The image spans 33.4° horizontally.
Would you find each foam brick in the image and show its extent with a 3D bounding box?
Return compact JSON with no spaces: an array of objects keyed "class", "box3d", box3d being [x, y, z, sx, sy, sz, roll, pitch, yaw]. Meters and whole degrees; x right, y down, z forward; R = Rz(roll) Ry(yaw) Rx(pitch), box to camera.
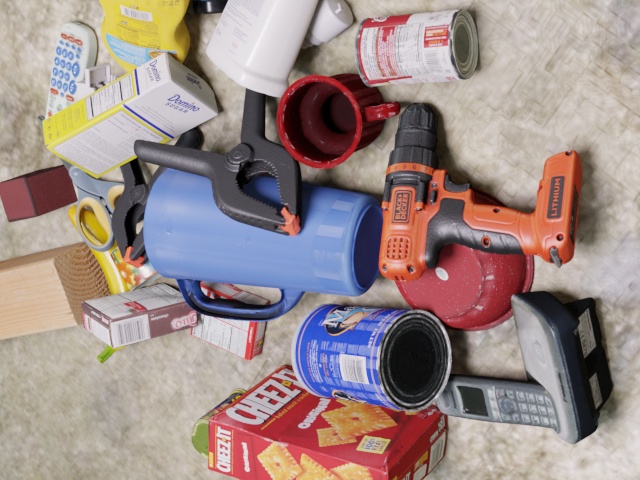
[{"class":"foam brick","box3d":[-0.352,-0.060,1.329,0.053,0.078,0.051,-9,101,30]}]

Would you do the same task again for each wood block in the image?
[{"class":"wood block","box3d":[-0.372,0.068,1.378,0.206,0.090,0.091,-11,102,33]}]

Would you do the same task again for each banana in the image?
[{"class":"banana","box3d":[-0.259,0.048,1.318,0.037,0.069,0.198,-16,86,52]}]

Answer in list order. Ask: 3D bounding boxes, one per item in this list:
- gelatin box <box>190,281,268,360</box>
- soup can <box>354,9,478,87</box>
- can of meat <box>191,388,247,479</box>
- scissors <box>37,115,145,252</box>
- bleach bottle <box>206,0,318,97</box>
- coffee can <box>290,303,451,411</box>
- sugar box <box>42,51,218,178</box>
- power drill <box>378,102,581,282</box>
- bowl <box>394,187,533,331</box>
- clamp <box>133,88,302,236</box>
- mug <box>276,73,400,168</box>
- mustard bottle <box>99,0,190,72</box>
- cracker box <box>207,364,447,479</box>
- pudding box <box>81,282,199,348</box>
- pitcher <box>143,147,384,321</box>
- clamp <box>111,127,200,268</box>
[{"class":"gelatin box","box3d":[-0.108,0.092,1.267,0.089,0.030,0.073,21,118,23]},{"class":"soup can","box3d":[0.093,-0.185,1.029,0.102,0.068,0.068,1,107,30]},{"class":"can of meat","box3d":[-0.092,0.233,1.274,0.102,0.083,0.057,27,119,20]},{"class":"scissors","box3d":[-0.277,-0.082,1.306,0.096,0.016,0.202,-20,71,-2]},{"class":"bleach bottle","box3d":[-0.027,-0.275,1.048,0.103,0.067,0.251,45,116,44]},{"class":"coffee can","box3d":[0.051,0.120,1.114,0.141,0.102,0.103,0,108,51]},{"class":"sugar box","box3d":[-0.212,-0.137,1.189,0.176,0.093,0.048,-26,60,20]},{"class":"power drill","box3d":[0.151,-0.047,1.023,0.188,0.057,0.184,1,73,22]},{"class":"bowl","box3d":[0.132,0.026,1.088,0.162,0.055,0.162,10,112,27]},{"class":"clamp","box3d":[-0.092,-0.077,1.102,0.164,0.036,0.210,-30,59,-3]},{"class":"mug","box3d":[0.025,-0.127,1.078,0.117,0.081,0.093,-8,100,28]},{"class":"mustard bottle","box3d":[-0.188,-0.227,1.146,0.096,0.058,0.192,13,154,-1]},{"class":"cracker box","box3d":[0.010,0.213,1.159,0.214,0.163,0.072,12,111,26]},{"class":"pudding box","box3d":[-0.213,0.087,1.262,0.090,0.113,0.039,18,115,54]},{"class":"pitcher","box3d":[-0.058,0.001,1.151,0.243,0.145,0.149,8,152,25]},{"class":"clamp","box3d":[-0.192,-0.056,1.224,0.120,0.039,0.171,-12,70,33]}]
